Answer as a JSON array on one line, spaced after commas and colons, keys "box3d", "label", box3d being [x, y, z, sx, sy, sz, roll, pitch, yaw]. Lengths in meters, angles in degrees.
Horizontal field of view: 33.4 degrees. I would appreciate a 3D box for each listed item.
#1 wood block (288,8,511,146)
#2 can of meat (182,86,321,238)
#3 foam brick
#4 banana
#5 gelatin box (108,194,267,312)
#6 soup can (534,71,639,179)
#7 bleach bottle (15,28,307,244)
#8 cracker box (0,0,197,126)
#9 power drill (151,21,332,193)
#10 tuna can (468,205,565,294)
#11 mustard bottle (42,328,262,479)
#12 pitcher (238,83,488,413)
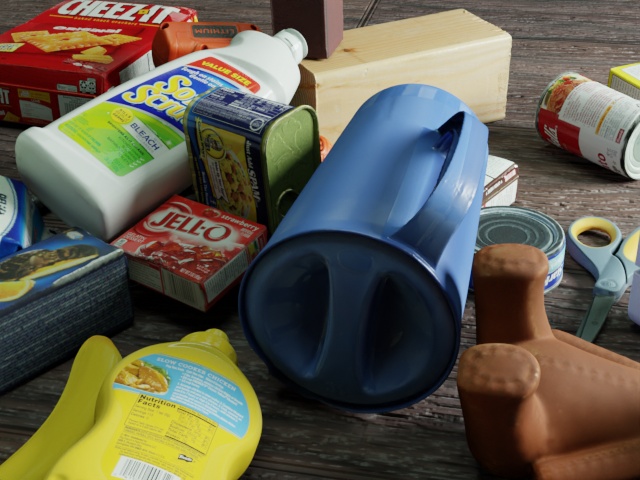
[{"box3d": [0.068, -0.150, 1.013, 0.205, 0.090, 0.091, -15, 34, -22], "label": "wood block"}, {"box3d": [-0.049, -0.056, 0.772, 0.084, 0.102, 0.057, 21, 41, 34], "label": "can of meat"}, {"box3d": [-0.012, -0.208, 0.949, 0.053, 0.078, 0.051, 8, 34, 15], "label": "foam brick"}, {"box3d": [-0.159, 0.115, 0.623, 0.070, 0.037, 0.197, 13, 33, 20], "label": "banana"}, {"box3d": [-0.093, 0.006, 0.753, 0.089, 0.030, 0.073, 20, 44, 31], "label": "gelatin box"}, {"box3d": [0.251, -0.102, 0.945, 0.068, 0.068, 0.102, -22, 36, -30], "label": "soup can"}, {"box3d": [-0.108, -0.101, 0.834, 0.103, 0.068, 0.250, 39, 57, 15], "label": "bleach bottle"}, {"box3d": [-0.242, -0.187, 1.107, 0.164, 0.072, 0.213, 9, 31, 16], "label": "cracker box"}, {"box3d": [-0.095, -0.113, 0.931, 0.184, 0.057, 0.188, -2, 49, -22], "label": "power drill"}, {"box3d": [0.139, 0.007, 0.796, 0.086, 0.034, 0.086, -1, 30, 0], "label": "tuna can"}, {"box3d": [-0.085, 0.110, 0.603, 0.096, 0.058, 0.191, 20, 32, 0], "label": "mustard bottle"}, {"box3d": [0.050, -0.016, 0.707, 0.149, 0.145, 0.242, -4, 31, 20], "label": "pitcher"}]
